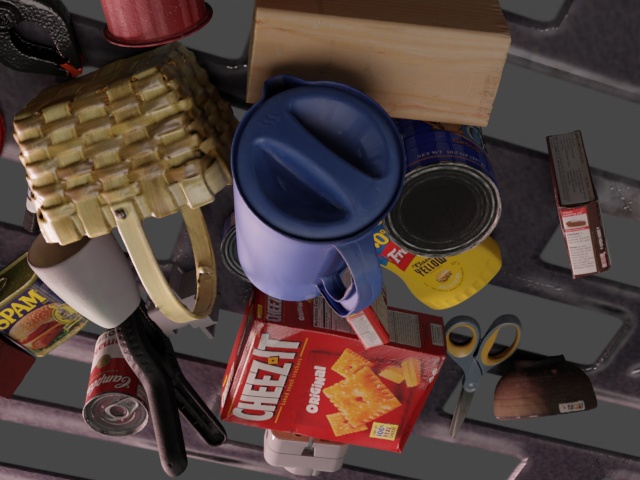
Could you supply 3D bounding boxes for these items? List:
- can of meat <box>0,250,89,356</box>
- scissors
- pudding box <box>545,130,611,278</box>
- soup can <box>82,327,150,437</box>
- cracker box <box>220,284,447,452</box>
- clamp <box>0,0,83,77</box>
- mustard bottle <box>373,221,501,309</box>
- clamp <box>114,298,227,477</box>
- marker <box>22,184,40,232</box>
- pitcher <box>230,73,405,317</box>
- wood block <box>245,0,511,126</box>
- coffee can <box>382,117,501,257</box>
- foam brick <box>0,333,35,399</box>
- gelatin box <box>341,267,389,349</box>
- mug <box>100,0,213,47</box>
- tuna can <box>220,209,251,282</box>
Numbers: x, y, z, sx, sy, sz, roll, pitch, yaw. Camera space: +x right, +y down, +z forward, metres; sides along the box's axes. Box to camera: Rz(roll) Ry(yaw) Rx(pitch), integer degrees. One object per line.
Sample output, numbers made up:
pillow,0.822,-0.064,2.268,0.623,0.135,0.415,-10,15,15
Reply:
can of meat,-0.292,0.065,1.104,0.102,0.057,0.083,-33,126,23
scissors,0.158,0.152,1.217,0.096,0.016,0.202,19,126,-15
pudding box,0.241,-0.035,1.003,0.039,0.113,0.090,-13,128,12
soup can,-0.214,0.150,1.146,0.068,0.102,0.068,-1,130,-1
cracker box,0.012,0.143,1.167,0.213,0.072,0.164,12,128,-10
clamp,-0.279,-0.192,0.903,0.120,0.039,0.171,-28,125,21
mustard bottle,0.085,-0.010,1.053,0.191,0.058,0.096,37,124,-27
clamp,-0.167,0.141,1.102,0.036,0.164,0.210,-27,92,8
marker,-0.272,-0.056,1.028,0.020,0.020,0.121,11,128,-11
pitcher,-0.010,-0.018,0.907,0.145,0.149,0.243,20,162,0
wood block,0.045,-0.165,0.903,0.206,0.091,0.090,5,128,-6
coffee can,0.100,-0.068,0.953,0.103,0.140,0.103,-1,129,-2
foam brick,-0.349,0.122,1.119,0.053,0.078,0.051,-57,145,-9
gelatin box,0.041,0.054,1.084,0.030,0.089,0.073,-20,127,16
mug,-0.129,-0.217,0.864,0.117,0.093,0.081,-24,127,-19
tuna can,-0.057,0.001,1.073,0.086,0.034,0.086,-1,129,-1
